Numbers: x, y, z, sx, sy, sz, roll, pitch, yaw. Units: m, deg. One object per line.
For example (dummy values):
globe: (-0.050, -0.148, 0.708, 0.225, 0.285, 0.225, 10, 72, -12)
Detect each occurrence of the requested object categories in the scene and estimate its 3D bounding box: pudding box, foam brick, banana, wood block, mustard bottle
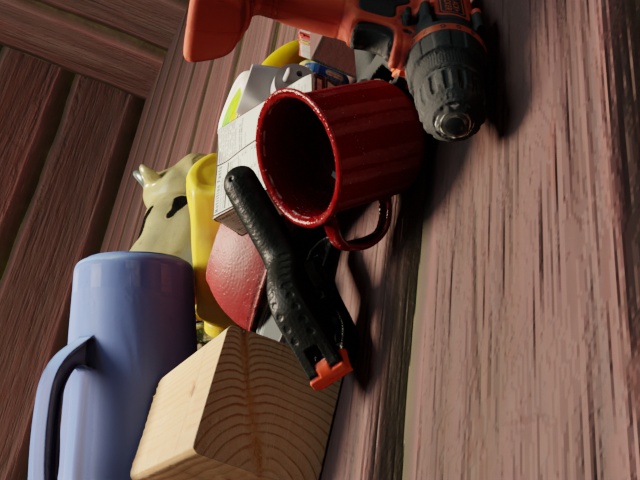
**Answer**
pudding box: (-0.032, -0.066, 0.822, 0.114, 0.039, 0.090, -27, 50, 36)
foam brick: (0.024, -0.192, 0.970, 0.078, 0.051, 0.053, -89, 23, -52)
banana: (-0.041, -0.169, 1.143, 0.197, 0.069, 0.037, -89, -14, -61)
wood block: (-0.069, 0.139, 0.795, 0.206, 0.090, 0.090, 141, 147, -63)
mustard bottle: (-0.094, 0.020, 1.021, 0.096, 0.058, 0.192, -81, -8, -63)

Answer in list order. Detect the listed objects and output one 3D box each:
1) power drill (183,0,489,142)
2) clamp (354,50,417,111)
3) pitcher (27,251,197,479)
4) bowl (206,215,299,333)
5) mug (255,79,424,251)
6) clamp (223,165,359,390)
power drill: (0.013, -0.129, 0.669, 0.184, 0.187, 0.057, -86, 10, -57)
clamp: (0.043, -0.113, 0.826, 0.210, 0.036, 0.164, 142, 144, -70)
pitcher: (-0.173, 0.135, 0.937, 0.149, 0.145, 0.243, 124, 145, -76)
bowl: (-0.056, 0.001, 0.911, 0.162, 0.055, 0.162, 22, -92, -87)
mug: (0.018, -0.051, 0.718, 0.093, 0.081, 0.117, -11, 95, 55)
clamp: (-0.006, 0.032, 0.738, 0.039, 0.120, 0.171, -38, 52, 24)
